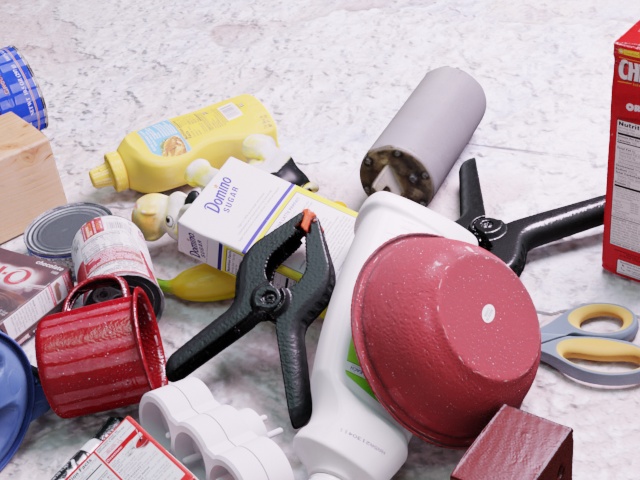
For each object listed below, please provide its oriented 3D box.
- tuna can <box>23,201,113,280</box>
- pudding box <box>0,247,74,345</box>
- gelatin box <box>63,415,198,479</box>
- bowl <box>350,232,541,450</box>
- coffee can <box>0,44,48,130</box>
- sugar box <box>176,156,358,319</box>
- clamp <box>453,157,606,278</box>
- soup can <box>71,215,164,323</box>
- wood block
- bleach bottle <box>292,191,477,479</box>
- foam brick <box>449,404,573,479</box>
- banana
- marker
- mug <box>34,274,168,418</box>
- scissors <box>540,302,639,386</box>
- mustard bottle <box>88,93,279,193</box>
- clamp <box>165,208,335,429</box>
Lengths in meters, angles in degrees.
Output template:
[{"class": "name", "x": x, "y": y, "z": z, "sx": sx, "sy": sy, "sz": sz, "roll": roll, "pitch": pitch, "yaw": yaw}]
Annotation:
[{"class": "tuna can", "x": -0.233, "y": 0.001, "z": 1.006, "sx": 0.086, "sy": 0.034, "sz": 0.086, "roll": -6, "pitch": 35, "yaw": 4}, {"class": "pudding box", "x": -0.286, "y": 0.049, "z": 0.943, "sx": 0.114, "sy": 0.039, "sz": 0.089, "roll": 15, "pitch": 40, "yaw": 29}, {"class": "gelatin box", "x": -0.129, "y": 0.172, "z": 0.728, "sx": 0.073, "sy": 0.030, "sz": 0.089, "roll": -47, "pitch": 46, "yaw": -14}, {"class": "bowl", "x": 0.102, "y": 0.061, "z": 0.748, "sx": 0.161, "sy": 0.162, "sz": 0.055, "roll": -43, "pitch": 6, "yaw": -39}, {"class": "coffee can", "x": -0.389, "y": -0.146, "z": 1.186, "sx": 0.140, "sy": 0.103, "sz": 0.103, "roll": -26, "pitch": 39, "yaw": -25}, {"class": "sugar box", "x": -0.023, "y": 0.003, "z": 0.902, "sx": 0.176, "sy": 0.048, "sz": 0.093, "roll": 24, "pitch": 51, "yaw": 15}, {"class": "clamp", "x": 0.157, "y": -0.001, "z": 0.926, "sx": 0.165, "sy": 0.036, "sz": 0.209, "roll": 12, "pitch": 41, "yaw": 32}, {"class": "soup can", "x": -0.177, "y": 0.030, "z": 0.923, "sx": 0.068, "sy": 0.068, "sz": 0.102, "roll": -15, "pitch": 35, "yaw": -11}, {"class": "wood block", "x": -0.364, "y": -0.037, "z": 1.037, "sx": 0.205, "sy": 0.091, "sz": 0.090, "roll": -29, "pitch": 40, "yaw": -27}, {"class": "bleach bottle", "x": 0.036, "y": 0.083, "z": 0.777, "sx": 0.102, "sy": 0.068, "sz": 0.250, "roll": 25, "pitch": 53, "yaw": 1}, {"class": "foam brick", "x": 0.125, "y": 0.156, "z": 0.698, "sx": 0.051, "sy": 0.053, "sz": 0.078, "roll": 18, "pitch": 43, "yaw": 32}, {"class": "banana", "x": -0.051, "y": 0.012, "z": 0.951, "sx": 0.197, "sy": 0.037, "sz": 0.070, "roll": -21, "pitch": 39, "yaw": -18}, {"class": "marker", "x": -0.180, "y": 0.170, "z": 0.769, "sx": 0.020, "sy": 0.020, "sz": 0.121, "roll": 13, "pitch": 40, "yaw": 27}, {"class": "mug", "x": -0.171, "y": 0.079, "z": 0.827, "sx": 0.081, "sy": 0.093, "sz": 0.117, "roll": -13, "pitch": 62, "yaw": 0}, {"class": "scissors", "x": 0.162, "y": 0.071, "z": 0.844, "sx": 0.202, "sy": 0.016, "sz": 0.096, "roll": 11, "pitch": 37, "yaw": 25}, {"class": "mustard bottle", "x": -0.145, "y": -0.093, "z": 1.100, "sx": 0.191, "sy": 0.058, "sz": 0.096, "roll": -20, "pitch": 38, "yaw": -17}, {"class": "clamp", "x": -0.030, "y": 0.059, "z": 0.823, "sx": 0.120, "sy": 0.039, "sz": 0.171, "roll": 28, "pitch": 76, "yaw": 15}]
